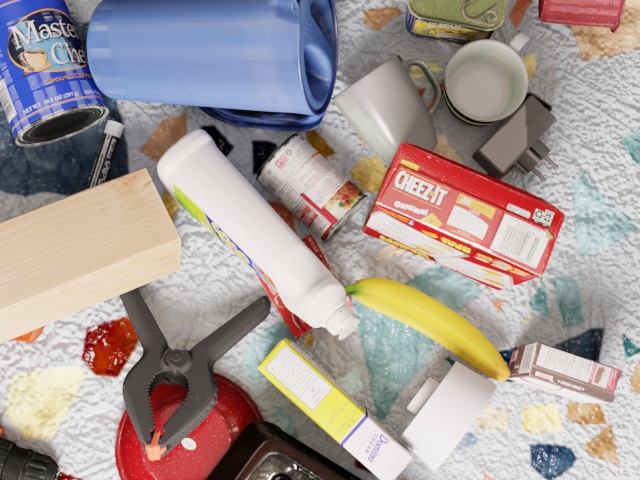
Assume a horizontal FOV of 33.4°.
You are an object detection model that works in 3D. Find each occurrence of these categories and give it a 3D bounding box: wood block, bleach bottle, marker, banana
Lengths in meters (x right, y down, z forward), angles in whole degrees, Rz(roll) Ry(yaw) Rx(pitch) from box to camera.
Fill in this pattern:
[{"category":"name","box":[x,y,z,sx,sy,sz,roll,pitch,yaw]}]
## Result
[{"category":"wood block","box":[-0.254,0.017,1.081,0.205,0.090,0.091,-23,72,-16]},{"category":"bleach bottle","box":[-0.057,0.001,1.077,0.068,0.102,0.251,-42,70,-12]},{"category":"marker","box":[-0.240,-0.071,1.154,0.020,0.020,0.121,17,86,2]},{"category":"banana","box":[0.109,0.086,1.117,0.197,0.069,0.037,26,124,-4]}]

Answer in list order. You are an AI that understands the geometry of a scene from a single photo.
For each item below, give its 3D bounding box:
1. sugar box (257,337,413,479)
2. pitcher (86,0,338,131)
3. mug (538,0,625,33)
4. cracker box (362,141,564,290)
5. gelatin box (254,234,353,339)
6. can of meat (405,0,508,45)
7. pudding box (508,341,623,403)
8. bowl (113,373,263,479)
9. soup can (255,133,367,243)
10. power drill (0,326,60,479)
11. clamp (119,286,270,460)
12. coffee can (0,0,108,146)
[{"category":"sugar box","box":[0.014,0.174,1.095,0.176,0.093,0.048,44,88,4]},{"category":"pitcher","box":[-0.107,-0.189,1.096,0.243,0.144,0.149,3,96,18]},{"category":"mug","box":[0.278,-0.280,1.134,0.081,0.093,0.117,5,66,5]},{"category":"cracker box","box":[0.132,-0.018,1.048,0.164,0.214,0.072,24,84,2]},{"category":"gelatin box","box":[-0.018,0.050,1.137,0.073,0.030,0.089,-31,85,-1]},{"category":"can of meat","box":[0.141,-0.245,1.131,0.102,0.084,0.057,11,86,1]},{"category":"pudding box","box":[0.245,0.136,1.086,0.090,0.113,0.039,18,83,1]},{"category":"bowl","box":[-0.135,0.211,1.097,0.162,0.055,0.162,0,78,-1]},{"category":"soup can","box":[-0.010,-0.055,1.126,0.102,0.068,0.068,42,87,4]},{"category":"power drill","box":[-0.346,0.161,1.119,0.184,0.057,0.187,14,85,-1]},{"category":"clamp","box":[-0.155,0.122,1.087,0.164,0.036,0.209,13,51,6]},{"category":"coffee can","box":[-0.296,-0.183,1.122,0.103,0.103,0.140,-22,86,-1]}]
